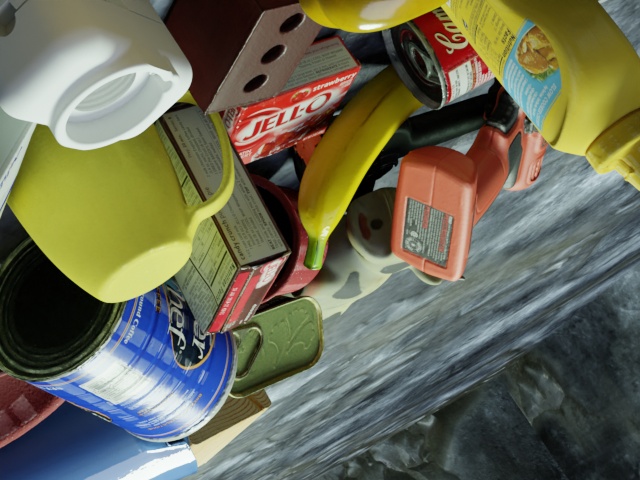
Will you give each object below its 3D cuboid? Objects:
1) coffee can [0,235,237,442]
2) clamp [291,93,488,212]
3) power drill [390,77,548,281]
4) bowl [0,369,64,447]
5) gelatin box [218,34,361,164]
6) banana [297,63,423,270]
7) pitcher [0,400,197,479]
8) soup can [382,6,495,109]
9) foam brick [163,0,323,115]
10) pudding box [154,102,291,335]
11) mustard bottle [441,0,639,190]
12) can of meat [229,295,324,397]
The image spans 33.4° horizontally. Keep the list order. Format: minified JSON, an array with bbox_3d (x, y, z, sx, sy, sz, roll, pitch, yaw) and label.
[{"bbox_3d":[-0.129,0.062,0.682,0.103,0.103,0.140,-35,146,6],"label":"coffee can"},{"bbox_3d":[0.035,-0.062,0.824,0.165,0.036,0.209,-38,163,33],"label":"clamp"},{"bbox_3d":[0.121,-0.075,0.754,0.187,0.057,0.184,-47,150,-37],"label":"power drill"},{"bbox_3d":[-0.248,0.106,0.736,0.162,0.055,0.162,-30,164,-10],"label":"bowl"},{"bbox_3d":[-0.027,-0.083,0.654,0.089,0.030,0.073,-24,162,-30],"label":"gelatin box"},{"bbox_3d":[0.035,-0.073,0.711,0.197,0.037,0.070,-53,163,-27],"label":"banana"},{"bbox_3d":[-0.236,0.181,0.882,0.242,0.145,0.149,-24,150,-17],"label":"pitcher"},{"bbox_3d":[0.099,-0.136,0.673,0.102,0.068,0.068,-31,164,-10],"label":"soup can"},{"bbox_3d":[-0.036,-0.109,0.520,0.052,0.051,0.078,-21,160,-39],"label":"foam brick"},{"bbox_3d":[-0.067,-0.013,0.631,0.039,0.113,0.090,-20,160,-30],"label":"pudding box"},{"bbox_3d":[0.121,-0.106,0.574,0.058,0.192,0.096,-30,164,-11],"label":"mustard bottle"},{"bbox_3d":[-0.062,0.072,0.802,0.084,0.057,0.101,8,-161,45],"label":"can of meat"}]
